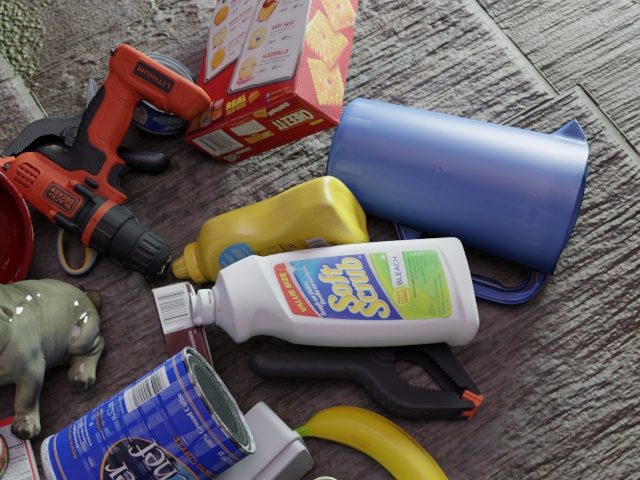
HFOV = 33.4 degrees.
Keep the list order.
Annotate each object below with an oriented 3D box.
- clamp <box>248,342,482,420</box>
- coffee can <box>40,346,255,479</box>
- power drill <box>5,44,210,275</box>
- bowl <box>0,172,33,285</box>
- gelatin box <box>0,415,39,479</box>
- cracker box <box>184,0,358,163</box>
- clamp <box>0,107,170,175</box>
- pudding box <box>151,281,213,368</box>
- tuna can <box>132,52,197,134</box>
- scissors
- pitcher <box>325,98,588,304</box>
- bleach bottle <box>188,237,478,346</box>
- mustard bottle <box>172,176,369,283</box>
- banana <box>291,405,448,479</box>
[{"bbox_3d":[0.056,0.099,1.005,0.210,0.036,0.164,23,52,4],"label":"clamp"},{"bbox_3d":[-0.139,0.167,0.865,0.140,0.102,0.103,-34,68,2],"label":"coffee can"},{"bbox_3d":[-0.187,-0.080,1.035,0.184,0.057,0.187,32,84,5],"label":"power drill"},{"bbox_3d":[-0.352,-0.005,1.032,0.162,0.055,0.162,0,95,-1],"label":"bowl"},{"bbox_3d":[-0.294,0.212,0.962,0.073,0.030,0.089,-19,64,-10],"label":"gelatin box"},{"bbox_3d":[-0.044,-0.198,1.094,0.164,0.072,0.213,-16,54,42],"label":"cracker box"},{"bbox_3d":[-0.244,-0.094,1.107,0.171,0.039,0.120,-30,64,-14],"label":"clamp"},{"bbox_3d":[-0.121,0.107,0.979,0.039,0.090,0.113,-13,64,-8],"label":"pudding box"},{"bbox_3d":[-0.170,-0.154,1.116,0.086,0.034,0.086,19,49,-23],"label":"tuna can"},{"bbox_3d":[-0.210,-0.058,1.075,0.096,0.016,0.202,13,80,-3],"label":"scissors"},{"bbox_3d":[0.130,-0.050,1.043,0.243,0.145,0.149,15,53,12],"label":"pitcher"},{"bbox_3d":[0.009,0.056,0.959,0.250,0.068,0.102,-5,72,-13],"label":"bleach bottle"},{"bbox_3d":[-0.057,0.001,1.019,0.192,0.096,0.058,-19,61,19],"label":"mustard bottle"},{"bbox_3d":[0.065,0.206,0.962,0.198,0.037,0.070,33,98,18],"label":"banana"}]
